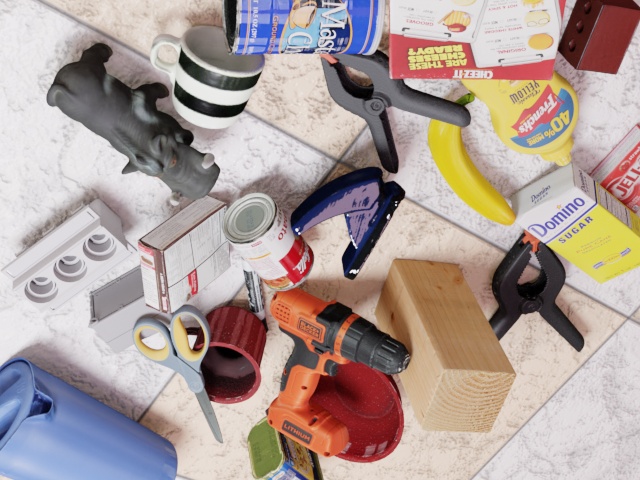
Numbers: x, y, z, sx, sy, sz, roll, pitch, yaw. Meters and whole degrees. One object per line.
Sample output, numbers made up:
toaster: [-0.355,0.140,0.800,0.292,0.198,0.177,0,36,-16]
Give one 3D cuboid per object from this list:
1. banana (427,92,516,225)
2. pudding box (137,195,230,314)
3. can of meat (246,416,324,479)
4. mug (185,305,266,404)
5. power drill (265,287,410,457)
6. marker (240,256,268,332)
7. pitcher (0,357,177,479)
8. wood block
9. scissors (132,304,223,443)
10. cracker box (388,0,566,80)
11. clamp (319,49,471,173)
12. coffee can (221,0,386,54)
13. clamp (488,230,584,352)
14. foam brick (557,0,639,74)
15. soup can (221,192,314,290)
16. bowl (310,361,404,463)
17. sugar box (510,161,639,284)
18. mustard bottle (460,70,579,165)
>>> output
banana: [0.163,-0.085,1.198,0.037,0.070,0.197,-55,137,-26]
pudding box: [-0.146,0.014,1.165,0.039,0.113,0.090,20,130,27]
can of meat: [-0.047,0.288,1.383,0.057,0.102,0.083,-38,123,13]
mug: [-0.120,0.129,1.256,0.117,0.081,0.093,9,125,3]
power drill: [0.012,0.162,1.270,0.057,0.185,0.188,-26,135,-50]
marker: [-0.078,0.066,1.268,0.020,0.020,0.121,-11,127,-6]
pitcher: [-0.300,0.249,1.285,0.242,0.149,0.145,35,95,-35]
wood block: [0.139,0.119,1.244,0.090,0.206,0.091,6,123,-18]
scissors: [-0.162,0.156,1.218,0.096,0.016,0.202,3,123,3]
cracker box: [0.145,-0.242,0.992,0.164,0.072,0.214,2,150,6]
clamp: [0.073,-0.151,1.118,0.120,0.039,0.171,-28,122,28]
coffee can: [-0.018,-0.229,1.021,0.140,0.103,0.103,-3,125,-13]
clamp: [0.272,0.077,1.354,0.164,0.036,0.210,-4,125,-11]
foam brick: [0.298,-0.224,1.138,0.051,0.053,0.078,5,123,-18]
soup can: [-0.058,0.001,1.185,0.068,0.068,0.102,-29,138,7]
bowl: [0.042,0.196,1.340,0.162,0.055,0.162,13,117,26]
sugar box: [0.319,-0.017,1.278,0.176,0.048,0.094,29,136,-32]
mustard bottle: [0.229,-0.150,1.169,0.096,0.058,0.191,-35,126,9]
